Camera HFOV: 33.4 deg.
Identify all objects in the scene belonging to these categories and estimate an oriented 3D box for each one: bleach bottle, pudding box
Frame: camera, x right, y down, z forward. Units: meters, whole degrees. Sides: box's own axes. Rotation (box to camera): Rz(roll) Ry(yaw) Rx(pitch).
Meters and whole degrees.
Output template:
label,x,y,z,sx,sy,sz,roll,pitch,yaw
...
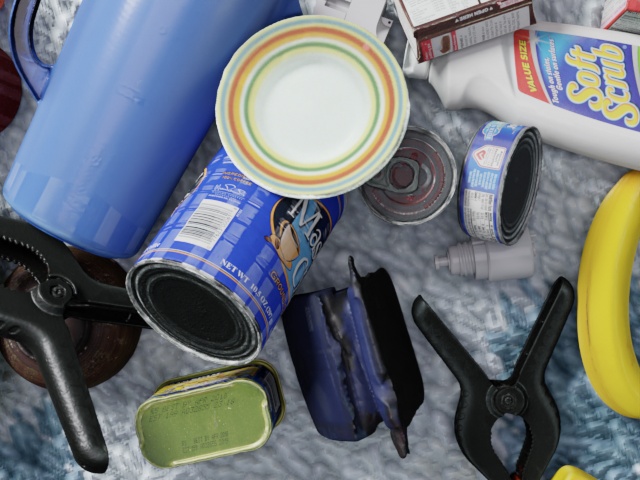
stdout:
label,x,y,z,sx,sy,sz,roll,pitch,yaw
bleach bottle,0.184,-0.105,0.777,0.251,0.068,0.102,11,79,5
pudding box,0.094,-0.190,0.771,0.090,0.039,0.113,-19,54,4

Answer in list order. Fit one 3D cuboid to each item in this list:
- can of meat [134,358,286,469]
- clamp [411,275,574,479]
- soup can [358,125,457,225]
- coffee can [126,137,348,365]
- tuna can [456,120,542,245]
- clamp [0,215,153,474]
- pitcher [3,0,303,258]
label,x,y,z,sx,sy,sz,roll,pitch,yaw
can of meat,-0.080,0.128,0.786,0.102,0.084,0.057,-14,90,3
clamp,0.146,0.108,0.797,0.120,0.039,0.171,-16,96,8
soup can,0.060,-0.044,0.767,0.068,0.102,0.068,0,91,3
coffee can,-0.055,0.001,0.742,0.103,0.103,0.140,30,55,2
tuna can,0.127,-0.041,0.756,0.034,0.086,0.086,13,91,26
clamp,-0.185,0.053,0.728,0.210,0.164,0.036,33,131,-5
pitcher,-0.139,-0.119,0.766,0.149,0.144,0.243,31,96,33
